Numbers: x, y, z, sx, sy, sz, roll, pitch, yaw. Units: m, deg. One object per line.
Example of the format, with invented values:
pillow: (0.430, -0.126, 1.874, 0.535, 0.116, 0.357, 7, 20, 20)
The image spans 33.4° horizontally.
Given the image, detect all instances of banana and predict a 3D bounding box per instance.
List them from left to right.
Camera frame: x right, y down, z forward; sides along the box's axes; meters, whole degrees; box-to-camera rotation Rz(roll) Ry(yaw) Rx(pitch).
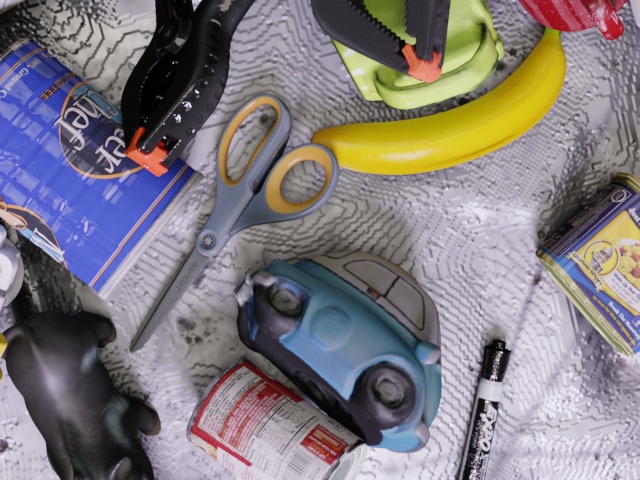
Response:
banana: (0.093, -0.085, 0.730, 0.197, 0.037, 0.070, -28, 68, -4)

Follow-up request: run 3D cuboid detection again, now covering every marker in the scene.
marker: (0.116, 0.130, 0.760, 0.020, 0.020, 0.121, 10, 95, -6)

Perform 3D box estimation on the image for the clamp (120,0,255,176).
clamp: (-0.073, -0.123, 0.647, 0.039, 0.120, 0.171, 27, 60, -36)

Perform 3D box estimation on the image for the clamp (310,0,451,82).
clamp: (0.030, -0.194, 0.646, 0.165, 0.036, 0.210, -39, 68, 24)

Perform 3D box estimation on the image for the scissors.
scissors: (-0.055, 0.001, 0.724, 0.096, 0.016, 0.202, 23, 94, 16)

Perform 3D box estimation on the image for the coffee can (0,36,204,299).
coffee can: (-0.160, -0.045, 0.679, 0.140, 0.103, 0.103, 39, 92, -7)

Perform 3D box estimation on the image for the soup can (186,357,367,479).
soup can: (-0.029, 0.133, 0.705, 0.102, 0.068, 0.068, 32, 93, 20)
